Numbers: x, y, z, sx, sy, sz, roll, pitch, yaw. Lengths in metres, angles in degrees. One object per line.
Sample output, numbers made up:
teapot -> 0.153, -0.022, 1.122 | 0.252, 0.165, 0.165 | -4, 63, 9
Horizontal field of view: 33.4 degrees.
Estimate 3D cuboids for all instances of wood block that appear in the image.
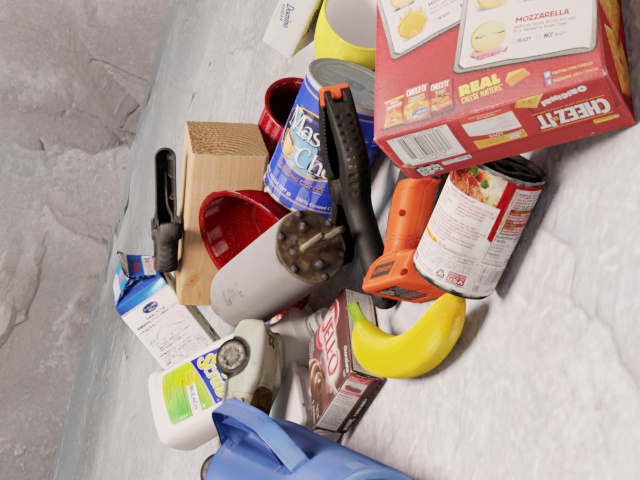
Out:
wood block -> -0.123, -0.031, 1.289 | 0.091, 0.090, 0.206 | -112, 27, -57

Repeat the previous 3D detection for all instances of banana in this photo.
banana -> 0.069, 0.083, 0.899 | 0.198, 0.037, 0.069 | -14, 94, 64

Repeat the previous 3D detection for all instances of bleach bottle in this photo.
bleach bottle -> -0.083, 0.139, 1.178 | 0.251, 0.068, 0.102 | -35, 54, 29

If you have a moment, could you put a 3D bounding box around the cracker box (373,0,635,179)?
cracker box -> 0.126, -0.161, 0.759 | 0.164, 0.072, 0.213 | -14, 56, 27

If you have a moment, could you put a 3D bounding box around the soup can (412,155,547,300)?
soup can -> 0.118, -0.015, 0.800 | 0.068, 0.068, 0.102 | -111, 37, -60

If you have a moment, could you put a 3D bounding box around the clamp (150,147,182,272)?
clamp -> -0.179, -0.010, 1.244 | 0.171, 0.039, 0.120 | 97, 171, -46

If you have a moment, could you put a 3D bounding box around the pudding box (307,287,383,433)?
pudding box -> 0.022, 0.116, 1.034 | 0.113, 0.039, 0.090 | -97, 28, -47

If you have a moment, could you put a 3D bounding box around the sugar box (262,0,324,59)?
sugar box -> 0.006, -0.282, 1.214 | 0.176, 0.048, 0.093 | -43, -13, -49

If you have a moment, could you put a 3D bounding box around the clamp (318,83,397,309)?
clamp -> 0.031, -0.043, 1.022 | 0.165, 0.036, 0.210 | -130, 30, -63

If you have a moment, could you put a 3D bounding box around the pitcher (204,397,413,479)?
pitcher -> -0.009, 0.220, 0.899 | 0.243, 0.149, 0.145 | 172, 110, -67

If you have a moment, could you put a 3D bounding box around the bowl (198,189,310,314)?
bowl -> -0.058, 0.001, 1.175 | 0.055, 0.162, 0.162 | -40, -5, -35

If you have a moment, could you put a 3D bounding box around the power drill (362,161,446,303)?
power drill -> 0.095, -0.046, 0.909 | 0.185, 0.057, 0.187 | 148, 136, -70

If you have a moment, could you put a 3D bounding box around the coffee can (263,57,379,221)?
coffee can -> 0.011, -0.106, 1.121 | 0.103, 0.102, 0.140 | -102, 31, -53

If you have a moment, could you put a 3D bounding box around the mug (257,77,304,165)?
mug -> -0.029, -0.146, 1.309 | 0.117, 0.093, 0.082 | -58, -1, -38
